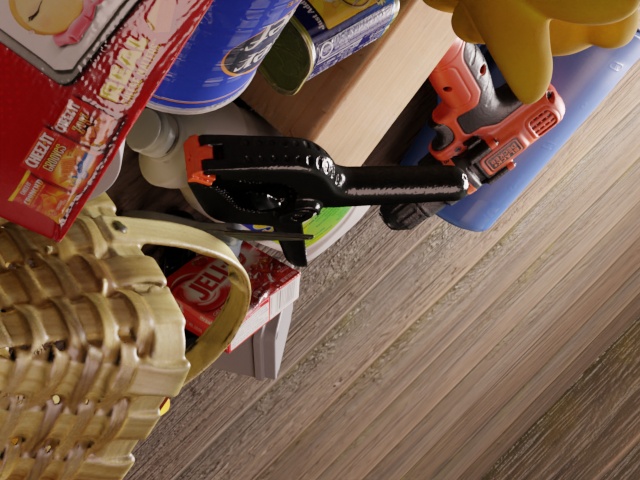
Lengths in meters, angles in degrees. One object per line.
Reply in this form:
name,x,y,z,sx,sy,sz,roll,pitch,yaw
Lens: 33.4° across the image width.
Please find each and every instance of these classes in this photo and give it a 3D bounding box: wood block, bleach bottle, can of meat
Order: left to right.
bleach bottle,-0.059,-0.047,0.792,0.103,0.068,0.250,-40,154,18
can of meat,-0.014,-0.153,0.658,0.083,0.102,0.058,-36,173,-31
wood block,0.038,-0.161,0.745,0.206,0.091,0.090,-53,155,12

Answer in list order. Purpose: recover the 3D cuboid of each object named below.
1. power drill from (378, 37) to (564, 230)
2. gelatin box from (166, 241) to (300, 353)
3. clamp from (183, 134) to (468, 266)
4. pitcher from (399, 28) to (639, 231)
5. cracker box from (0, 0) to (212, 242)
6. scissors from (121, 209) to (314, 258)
power drill,0.089,-0.103,0.872,0.184,0.057,0.187,-39,136,12
gelatin box,-0.070,0.038,0.812,0.089,0.073,0.030,-37,145,-41
clamp,-0.021,-0.028,0.737,0.209,0.036,0.165,11,150,-43
pitcher,0.173,-0.131,0.984,0.243,0.149,0.145,-55,-173,23
cracker box,-0.152,-0.119,0.396,0.213,0.072,0.164,27,107,-27
scissors,-0.055,0.001,0.723,0.096,0.202,0.016,24,77,-49
